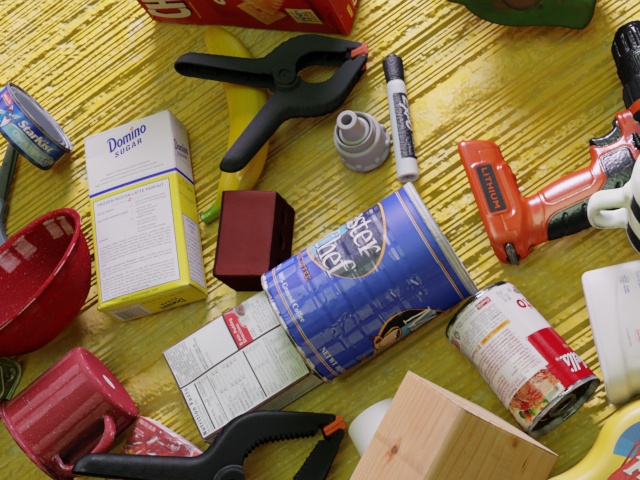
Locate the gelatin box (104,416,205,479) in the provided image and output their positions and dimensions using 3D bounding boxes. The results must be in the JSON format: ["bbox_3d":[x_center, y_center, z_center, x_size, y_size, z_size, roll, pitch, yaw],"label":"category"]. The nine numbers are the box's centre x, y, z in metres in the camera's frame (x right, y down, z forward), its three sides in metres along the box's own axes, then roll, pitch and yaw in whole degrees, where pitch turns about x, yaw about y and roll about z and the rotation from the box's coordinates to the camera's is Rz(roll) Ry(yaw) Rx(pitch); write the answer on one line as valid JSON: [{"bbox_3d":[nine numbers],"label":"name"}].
[{"bbox_3d":[-0.129,0.198,0.885,0.089,0.030,0.073,25,81,25],"label":"gelatin box"}]

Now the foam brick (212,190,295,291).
[{"bbox_3d":[-0.056,0.001,0.918,0.051,0.053,0.078,-1,72,19],"label":"foam brick"}]

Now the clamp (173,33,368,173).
[{"bbox_3d":[-0.034,-0.127,0.938,0.171,0.039,0.120,-14,76,-6],"label":"clamp"}]

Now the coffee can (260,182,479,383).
[{"bbox_3d":[0.039,0.033,0.844,0.140,0.102,0.103,-32,64,6],"label":"coffee can"}]

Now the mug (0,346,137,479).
[{"bbox_3d":[-0.204,0.149,0.891,0.081,0.093,0.117,-40,35,-3],"label":"mug"}]

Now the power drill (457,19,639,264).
[{"bbox_3d":[0.209,-0.072,0.847,0.188,0.057,0.184,-19,66,12],"label":"power drill"}]

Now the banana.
[{"bbox_3d":[-0.078,-0.115,0.975,0.070,0.037,0.198,-5,70,15],"label":"banana"}]

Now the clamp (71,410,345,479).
[{"bbox_3d":[-0.078,0.189,0.833,0.209,0.036,0.164,-37,80,-13],"label":"clamp"}]

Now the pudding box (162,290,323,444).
[{"bbox_3d":[-0.065,0.105,0.892,0.113,0.039,0.090,-33,66,8],"label":"pudding box"}]

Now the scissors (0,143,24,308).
[{"bbox_3d":[-0.301,-0.017,1.031,0.096,0.016,0.201,21,79,23],"label":"scissors"}]

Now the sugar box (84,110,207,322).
[{"bbox_3d":[-0.159,-0.023,0.967,0.093,0.048,0.176,-16,64,15],"label":"sugar box"}]

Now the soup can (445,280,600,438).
[{"bbox_3d":[0.151,0.089,0.805,0.068,0.068,0.102,-40,63,2],"label":"soup can"}]

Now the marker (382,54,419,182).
[{"bbox_3d":[0.069,-0.109,0.931,0.020,0.020,0.121,-12,68,15],"label":"marker"}]

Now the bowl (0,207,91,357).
[{"bbox_3d":[-0.255,0.048,0.940,0.162,0.055,0.162,-30,31,20],"label":"bowl"}]

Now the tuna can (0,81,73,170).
[{"bbox_3d":[-0.277,-0.108,1.016,0.034,0.086,0.086,-41,63,3],"label":"tuna can"}]

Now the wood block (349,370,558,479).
[{"bbox_3d":[0.064,0.211,0.749,0.206,0.090,0.091,-62,23,0],"label":"wood block"}]

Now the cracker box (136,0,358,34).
[{"bbox_3d":[-0.087,-0.258,0.959,0.214,0.164,0.072,8,72,21],"label":"cracker box"}]
